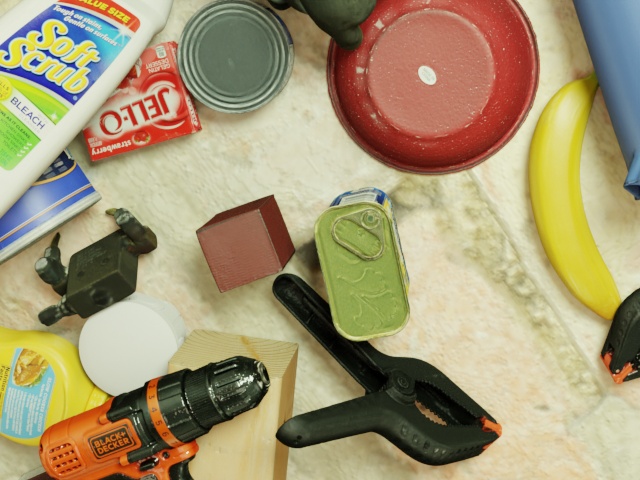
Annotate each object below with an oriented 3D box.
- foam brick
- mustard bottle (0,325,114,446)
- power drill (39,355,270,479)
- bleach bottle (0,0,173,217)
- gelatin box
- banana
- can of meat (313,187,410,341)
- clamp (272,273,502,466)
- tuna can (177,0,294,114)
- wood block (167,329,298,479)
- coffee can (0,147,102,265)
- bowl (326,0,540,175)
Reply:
[{"bbox_3d":[-0.055,0.001,0.818,0.053,0.078,0.051,-19,98,10],"label":"foam brick"},{"bbox_3d":[-0.247,0.117,0.877,0.191,0.058,0.096,17,105,3],"label":"mustard bottle"},{"bbox_3d":[-0.093,0.189,0.781,0.185,0.057,0.187,-22,95,16],"label":"power drill"},{"bbox_3d":[-0.189,-0.137,0.757,0.102,0.068,0.250,41,69,-16],"label":"bleach bottle"},{"bbox_3d":[-0.144,-0.108,0.829,0.089,0.030,0.073,-13,101,10],"label":"gelatin box"},{"bbox_3d":[0.192,-0.033,0.800,0.069,0.037,0.198,-2,102,7],"label":"banana"},{"bbox_3d":[0.034,0.014,0.806,0.057,0.084,0.102,-11,101,9],"label":"can of meat"},{"bbox_3d":[0.048,0.123,0.802,0.209,0.164,0.036,30,123,-16],"label":"clamp"},{"bbox_3d":[-0.063,-0.140,0.810,0.086,0.033,0.086,2,103,7],"label":"tuna can"},{"bbox_3d":[-0.075,0.187,0.854,0.090,0.090,0.206,7,103,6],"label":"wood block"},{"bbox_3d":[-0.249,-0.063,0.814,0.103,0.102,0.140,-31,97,12],"label":"coffee can"},{"bbox_3d":[0.082,-0.124,0.785,0.162,0.055,0.162,2,102,7],"label":"bowl"}]
